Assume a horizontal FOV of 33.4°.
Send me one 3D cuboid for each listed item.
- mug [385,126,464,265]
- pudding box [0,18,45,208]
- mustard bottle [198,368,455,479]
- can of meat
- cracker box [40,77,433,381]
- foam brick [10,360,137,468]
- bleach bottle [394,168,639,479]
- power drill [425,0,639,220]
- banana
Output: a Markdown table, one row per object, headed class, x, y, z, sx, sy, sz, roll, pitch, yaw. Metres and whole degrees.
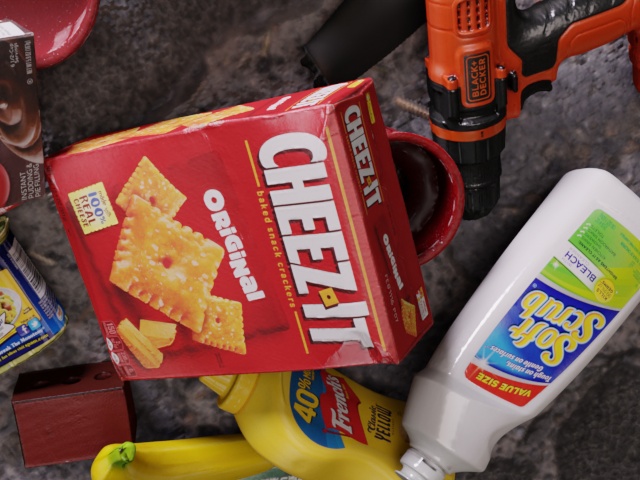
| class | x | y | z | sx | sy | sz | roll | pitch | yaw |
| --- | --- | --- | --- | --- | --- | --- | --- | --- | --- |
| mug | 0.031 | -0.031 | 0.725 | 0.117 | 0.081 | 0.093 | -13 | 106 | -6 |
| pudding box | -0.216 | -0.070 | 0.638 | 0.089 | 0.039 | 0.113 | -19 | 125 | -34 |
| mustard bottle | 0.002 | 0.130 | 0.755 | 0.191 | 0.096 | 0.058 | 27 | 124 | -13 |
| can of meat | -0.232 | 0.046 | 0.716 | 0.102 | 0.057 | 0.084 | -29 | 112 | 0 |
| cracker box | -0.054 | 0.001 | 0.675 | 0.214 | 0.072 | 0.164 | -7 | 108 | 28 |
| foam brick | -0.171 | 0.120 | 0.748 | 0.078 | 0.053 | 0.051 | -8 | 105 | -7 |
| bleach bottle | 0.143 | 0.073 | 0.740 | 0.102 | 0.068 | 0.250 | 42 | 77 | -14 |
| power drill | 0.163 | -0.111 | 0.728 | 0.187 | 0.057 | 0.184 | -15 | 125 | -10 |
| banana | -0.094 | 0.154 | 0.731 | 0.070 | 0.197 | 0.037 | -11 | 78 | 28 |
